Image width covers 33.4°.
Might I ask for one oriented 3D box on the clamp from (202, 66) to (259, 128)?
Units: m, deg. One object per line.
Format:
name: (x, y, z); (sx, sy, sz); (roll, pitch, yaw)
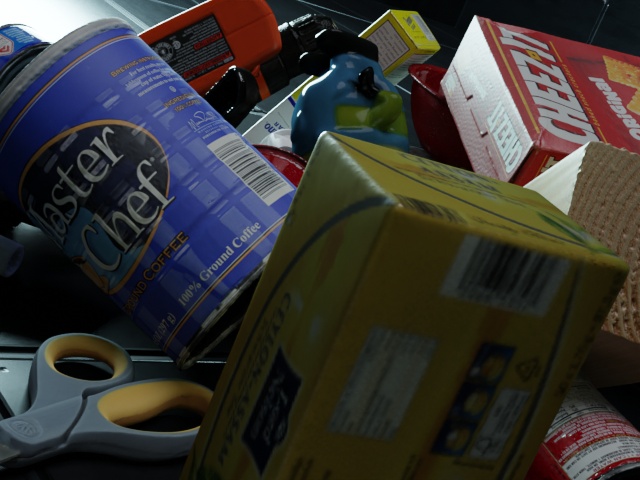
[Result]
clamp: (-0.108, -0.055, 0.682); (0.164, 0.036, 0.210); (-5, -13, 4)

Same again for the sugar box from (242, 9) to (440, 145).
sugar box: (0.017, -0.128, 0.926); (0.048, 0.176, 0.093); (56, 21, 3)

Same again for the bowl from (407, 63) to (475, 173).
bowl: (0.134, -0.085, 0.868); (0.162, 0.055, 0.162); (22, 20, -9)

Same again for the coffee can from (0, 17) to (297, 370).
coffee can: (-0.081, -0.022, 0.515); (0.140, 0.103, 0.102); (44, 20, 5)

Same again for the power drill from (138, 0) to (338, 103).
power drill: (-0.066, -0.133, 0.803); (0.057, 0.184, 0.187); (62, -1, 2)

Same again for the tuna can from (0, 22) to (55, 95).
tuna can: (-0.203, -0.099, 0.712); (0.034, 0.086, 0.086); (31, 19, 22)

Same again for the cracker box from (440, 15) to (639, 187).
cracker box: (0.209, -0.072, 0.751); (0.213, 0.072, 0.164); (10, 38, -18)

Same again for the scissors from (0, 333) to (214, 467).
scissors: (-0.124, 0.068, 0.425); (0.096, 0.016, 0.201); (33, 20, 36)
